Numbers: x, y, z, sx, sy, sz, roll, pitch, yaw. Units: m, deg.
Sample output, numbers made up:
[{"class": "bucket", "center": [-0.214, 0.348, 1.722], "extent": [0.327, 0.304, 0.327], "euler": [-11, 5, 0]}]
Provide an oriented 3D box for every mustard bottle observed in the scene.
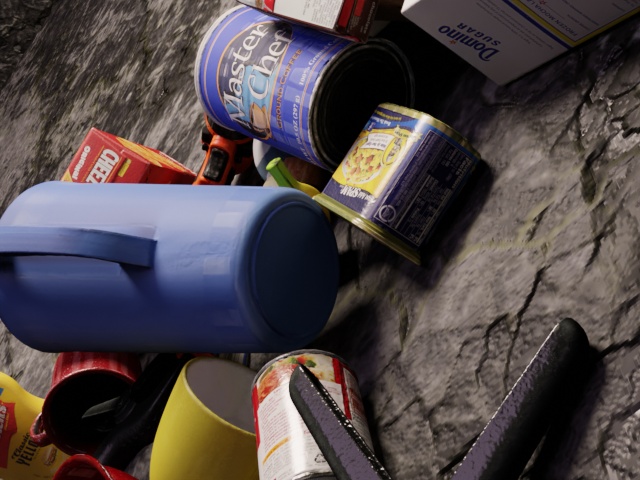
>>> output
[{"class": "mustard bottle", "center": [-0.303, 0.173, 0.988], "extent": [0.096, 0.191, 0.058], "euler": [-62, 25, -4]}]

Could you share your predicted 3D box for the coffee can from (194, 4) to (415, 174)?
[{"class": "coffee can", "center": [-0.014, -0.116, 0.804], "extent": [0.141, 0.102, 0.103], "euler": [27, 87, 44]}]

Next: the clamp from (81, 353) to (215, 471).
[{"class": "clamp", "center": [-0.143, 0.132, 0.829], "extent": [0.172, 0.039, 0.120], "euler": [-45, 29, 15]}]

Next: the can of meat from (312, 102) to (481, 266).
[{"class": "can of meat", "center": [0.051, -0.041, 0.710], "extent": [0.084, 0.057, 0.102], "euler": [-58, 25, 1]}]

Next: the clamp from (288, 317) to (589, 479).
[{"class": "clamp", "center": [0.060, 0.134, 0.504], "extent": [0.165, 0.036, 0.210], "euler": [-20, 52, 23]}]

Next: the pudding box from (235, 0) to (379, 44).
[{"class": "pudding box", "center": [-0.003, -0.192, 0.735], "extent": [0.114, 0.039, 0.090], "euler": [26, 102, 41]}]

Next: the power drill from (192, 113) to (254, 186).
[{"class": "power drill", "center": [-0.098, -0.046, 0.938], "extent": [0.184, 0.057, 0.187], "euler": [109, -177, -72]}]

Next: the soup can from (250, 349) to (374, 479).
[{"class": "soup can", "center": [-0.004, 0.122, 0.625], "extent": [0.069, 0.068, 0.102], "euler": [-49, 28, 24]}]

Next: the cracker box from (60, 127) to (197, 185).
[{"class": "cracker box", "center": [-0.195, -0.010, 1.015], "extent": [0.164, 0.072, 0.213], "euler": [-58, -8, 3]}]

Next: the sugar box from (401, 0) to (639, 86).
[{"class": "sugar box", "center": [0.139, -0.161, 0.627], "extent": [0.177, 0.093, 0.048], "euler": [-21, 44, 53]}]

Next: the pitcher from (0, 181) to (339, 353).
[{"class": "pitcher", "center": [-0.117, 0.018, 0.748], "extent": [0.243, 0.145, 0.149], "euler": [-1, 31, 37]}]

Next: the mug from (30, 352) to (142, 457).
[{"class": "mug", "center": [-0.210, 0.143, 0.959], "extent": [0.117, 0.093, 0.081], "euler": [-35, 24, 5]}]
